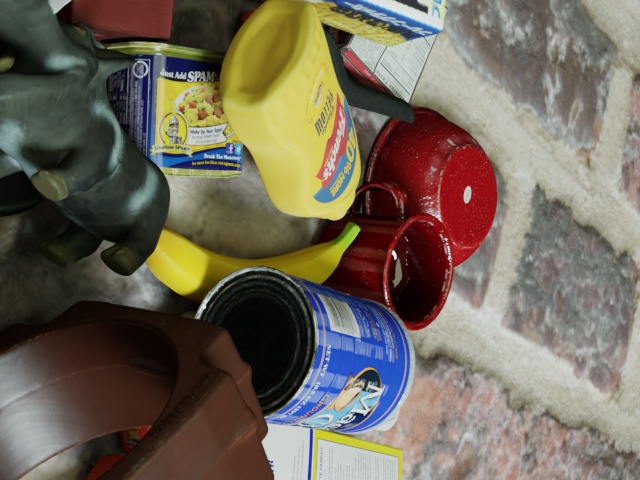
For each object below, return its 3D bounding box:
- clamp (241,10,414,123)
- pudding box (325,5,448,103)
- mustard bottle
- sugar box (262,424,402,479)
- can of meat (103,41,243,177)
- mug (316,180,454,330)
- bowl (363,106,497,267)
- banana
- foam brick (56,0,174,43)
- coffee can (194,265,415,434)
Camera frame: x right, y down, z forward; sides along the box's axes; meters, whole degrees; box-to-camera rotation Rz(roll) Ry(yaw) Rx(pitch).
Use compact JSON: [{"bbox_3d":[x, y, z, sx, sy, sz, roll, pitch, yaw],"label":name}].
[{"bbox_3d":[0.004,-0.115,0.825,0.120,0.039,0.171,-44,126,-22],"label":"clamp"},{"bbox_3d":[0.054,-0.176,0.888,0.090,0.039,0.113,42,65,-40],"label":"pudding box"},{"bbox_3d":[-0.011,-0.072,0.751,0.191,0.058,0.096,65,38,-56],"label":"mustard bottle"},{"bbox_3d":[-0.008,0.191,0.810,0.176,0.048,0.093,23,64,-42],"label":"sugar box"},{"bbox_3d":[-0.096,-0.085,0.716,0.101,0.058,0.084,-2,95,-48],"label":"can of meat"},{"bbox_3d":[0.047,0.009,0.857,0.093,0.082,0.117,-19,110,-46],"label":"mug"},{"bbox_3d":[0.110,-0.039,0.946,0.161,0.055,0.162,-3,94,-48],"label":"bowl"},{"bbox_3d":[-0.055,0.019,0.776,0.197,0.037,0.070,-3,108,-43],"label":"banana"},{"bbox_3d":[-0.137,-0.153,0.668,0.078,0.053,0.051,0,92,-47],"label":"foam brick"},{"bbox_3d":[-0.010,0.081,0.750,0.140,0.103,0.103,22,76,-56],"label":"coffee can"}]
